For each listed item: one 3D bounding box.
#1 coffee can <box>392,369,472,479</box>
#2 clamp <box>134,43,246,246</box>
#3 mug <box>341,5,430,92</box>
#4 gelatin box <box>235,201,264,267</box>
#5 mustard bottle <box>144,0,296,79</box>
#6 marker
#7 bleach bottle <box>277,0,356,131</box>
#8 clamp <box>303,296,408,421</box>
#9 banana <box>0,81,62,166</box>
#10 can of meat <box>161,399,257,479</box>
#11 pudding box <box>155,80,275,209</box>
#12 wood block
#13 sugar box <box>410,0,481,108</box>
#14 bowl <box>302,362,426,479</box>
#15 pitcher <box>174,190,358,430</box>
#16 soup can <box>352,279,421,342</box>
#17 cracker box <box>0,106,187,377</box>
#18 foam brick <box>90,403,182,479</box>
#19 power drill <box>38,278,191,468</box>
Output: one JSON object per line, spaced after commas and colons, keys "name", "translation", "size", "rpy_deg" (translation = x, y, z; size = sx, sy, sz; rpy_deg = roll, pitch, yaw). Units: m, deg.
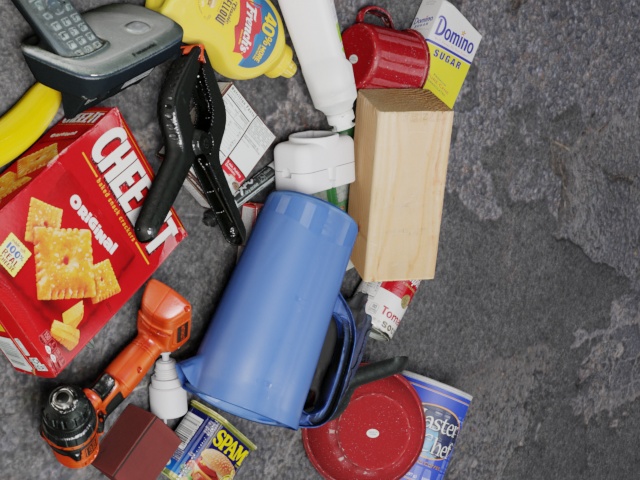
{"name": "coffee can", "translation": [0.130, 0.253, 1.410], "size": [0.102, 0.103, 0.140], "rpy_deg": [28, 80, -43]}
{"name": "clamp", "translation": [-0.124, -0.091, 1.082], "size": [0.164, 0.036, 0.210], "rpy_deg": [16, 75, -59]}
{"name": "mug", "translation": [0.069, -0.223, 1.267], "size": [0.081, 0.093, 0.117], "rpy_deg": [4, 77, -39]}
{"name": "gelatin box", "translation": [-0.058, 0.001, 1.231], "size": [0.073, 0.030, 0.089], "rpy_deg": [1, 99, -43]}
{"name": "mustard bottle", "translation": [-0.093, -0.226, 1.129], "size": [0.191, 0.058, 0.096], "rpy_deg": [31, 72, -43]}
{"name": "marker", "translation": [-0.086, -0.053, 1.200], "size": [0.121, 0.020, 0.020], "rpy_deg": [-40, 124, -30]}
{"name": "bleach bottle", "translation": [-0.008, -0.239, 1.166], "size": [0.102, 0.068, 0.251], "rpy_deg": [-77, 152, -69]}
{"name": "clamp", "translation": [0.027, 0.165, 1.281], "size": [0.039, 0.120, 0.171], "rpy_deg": [25, 100, -47]}
{"name": "banana", "translation": [-0.309, -0.095, 0.971], "size": [0.197, 0.037, 0.069], "rpy_deg": [-27, 117, -36]}
{"name": "can of meat", "translation": [-0.130, 0.239, 1.190], "size": [0.084, 0.058, 0.102], "rpy_deg": [-56, 142, -16]}
{"name": "pudding box", "translation": [-0.111, -0.103, 1.154], "size": [0.090, 0.039, 0.113], "rpy_deg": [50, 63, -35]}
{"name": "wood block", "translation": [0.088, -0.065, 1.241], "size": [0.090, 0.091, 0.206], "rpy_deg": [-3, 115, -15]}
{"name": "sugar box", "translation": [0.138, -0.209, 1.357], "size": [0.093, 0.048, 0.176], "rpy_deg": [33, 77, -42]}
{"name": "bowl", "translation": [0.060, 0.233, 1.319], "size": [0.162, 0.055, 0.162], "rpy_deg": [1, 86, -10]}
{"name": "pitcher", "translation": [-0.038, 0.078, 1.154], "size": [0.243, 0.145, 0.149], "rpy_deg": [-69, 157, -12]}
{"name": "soup can", "translation": [0.081, 0.068, 1.350], "size": [0.068, 0.069, 0.102], "rpy_deg": [41, 72, -40]}
{"name": "cracker box", "translation": [-0.240, -0.002, 1.011], "size": [0.213, 0.072, 0.164], "rpy_deg": [-51, 130, -35]}
{"name": "foam brick", "translation": [-0.197, 0.223, 1.134], "size": [0.078, 0.053, 0.051], "rpy_deg": [-55, 130, -19]}
{"name": "power drill", "translation": [-0.203, 0.129, 1.049], "size": [0.187, 0.057, 0.185], "rpy_deg": [-51, 173, -25]}
